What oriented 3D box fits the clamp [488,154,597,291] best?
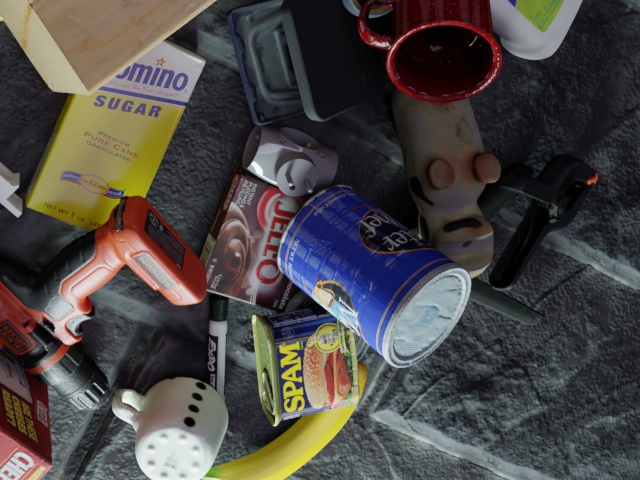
[{"bbox_3d":[0.210,-0.041,1.006,0.171,0.039,0.120,-42,146,-37],"label":"clamp"}]

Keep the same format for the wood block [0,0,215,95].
[{"bbox_3d":[-0.139,-0.210,0.829,0.206,0.091,0.090,-41,118,-19],"label":"wood block"}]

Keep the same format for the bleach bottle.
[{"bbox_3d":[0.127,-0.253,0.907,0.250,0.068,0.102,25,91,-40],"label":"bleach bottle"}]

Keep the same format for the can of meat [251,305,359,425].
[{"bbox_3d":[-0.013,0.112,0.986,0.083,0.057,0.102,-10,110,-16],"label":"can of meat"}]

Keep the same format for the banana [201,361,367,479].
[{"bbox_3d":[-0.028,0.194,1.048,0.197,0.037,0.069,-34,140,-9],"label":"banana"}]

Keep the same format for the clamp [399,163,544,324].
[{"bbox_3d":[0.124,0.010,1.043,0.209,0.036,0.164,-4,101,-15],"label":"clamp"}]

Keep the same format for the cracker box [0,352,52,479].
[{"bbox_3d":[-0.324,0.111,0.873,0.072,0.164,0.213,-46,113,2],"label":"cracker box"}]

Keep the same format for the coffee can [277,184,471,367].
[{"bbox_3d":[0.046,0.029,0.932,0.102,0.140,0.103,-32,143,-29],"label":"coffee can"}]

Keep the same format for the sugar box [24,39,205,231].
[{"bbox_3d":[-0.177,-0.096,0.917,0.093,0.048,0.176,22,101,-21],"label":"sugar box"}]

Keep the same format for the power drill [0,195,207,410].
[{"bbox_3d":[-0.194,0.057,0.925,0.188,0.057,0.184,-29,123,15],"label":"power drill"}]

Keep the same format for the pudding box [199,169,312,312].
[{"bbox_3d":[-0.057,0.001,0.986,0.090,0.039,0.113,19,101,-22],"label":"pudding box"}]

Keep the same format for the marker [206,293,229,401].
[{"bbox_3d":[-0.098,0.105,1.016,0.020,0.020,0.121,-1,107,-16],"label":"marker"}]

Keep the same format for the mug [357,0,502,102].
[{"bbox_3d":[0.089,-0.176,0.880,0.117,0.081,0.093,5,145,-4],"label":"mug"}]
